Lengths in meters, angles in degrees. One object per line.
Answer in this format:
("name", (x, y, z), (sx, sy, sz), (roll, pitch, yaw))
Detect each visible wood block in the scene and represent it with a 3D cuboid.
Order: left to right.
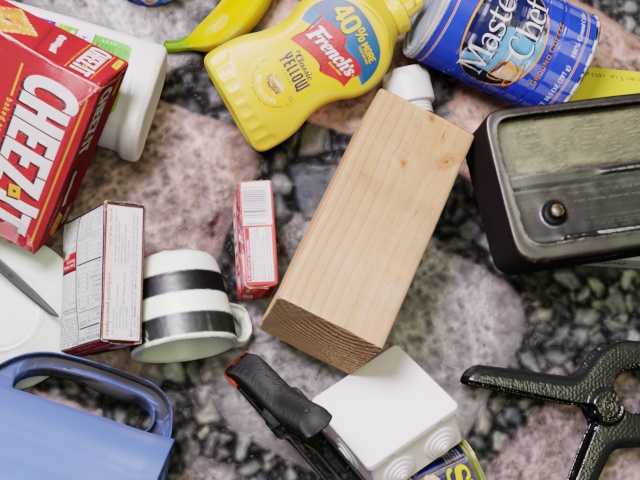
("wood block", (0.038, -0.008, 0.877), (0.090, 0.091, 0.206), (27, 66, -3))

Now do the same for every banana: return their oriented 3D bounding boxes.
("banana", (-0.068, -0.243, 0.952), (0.069, 0.037, 0.197), (26, 76, -4))

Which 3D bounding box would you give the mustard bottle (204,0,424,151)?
("mustard bottle", (0.003, -0.162, 0.918), (0.191, 0.058, 0.096), (-30, 103, -4))

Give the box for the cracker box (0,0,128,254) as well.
("cracker box", (-0.281, -0.109, 0.828), (0.213, 0.072, 0.164), (28, 119, -3))

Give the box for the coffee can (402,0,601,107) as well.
("coffee can", (0.157, -0.180, 0.936), (0.140, 0.103, 0.103), (23, 76, -10))

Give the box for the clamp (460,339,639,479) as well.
("clamp", (0.242, 0.156, 0.921), (0.209, 0.036, 0.164), (-18, 82, -13))

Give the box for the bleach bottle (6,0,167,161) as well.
("bleach bottle", (-0.260, -0.148, 0.889), (0.250, 0.068, 0.102), (16, 72, -4))

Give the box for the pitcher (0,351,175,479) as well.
("pitcher", (-0.236, 0.162, 0.803), (0.243, 0.149, 0.145), (22, 103, -1))

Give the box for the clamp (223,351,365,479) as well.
("clamp", (-0.019, 0.145, 0.838), (0.039, 0.172, 0.120), (-32, 120, -16))

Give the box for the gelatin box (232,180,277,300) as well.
("gelatin box", (-0.056, 0.001, 0.886), (0.030, 0.073, 0.089), (-2, 80, -9))

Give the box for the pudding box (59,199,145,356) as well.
("pudding box", (-0.173, 0.032, 0.848), (0.039, 0.090, 0.113), (6, 77, -34))

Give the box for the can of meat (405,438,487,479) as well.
("can of meat", (0.099, 0.226, 0.874), (0.084, 0.057, 0.102), (-23, 83, -11))
